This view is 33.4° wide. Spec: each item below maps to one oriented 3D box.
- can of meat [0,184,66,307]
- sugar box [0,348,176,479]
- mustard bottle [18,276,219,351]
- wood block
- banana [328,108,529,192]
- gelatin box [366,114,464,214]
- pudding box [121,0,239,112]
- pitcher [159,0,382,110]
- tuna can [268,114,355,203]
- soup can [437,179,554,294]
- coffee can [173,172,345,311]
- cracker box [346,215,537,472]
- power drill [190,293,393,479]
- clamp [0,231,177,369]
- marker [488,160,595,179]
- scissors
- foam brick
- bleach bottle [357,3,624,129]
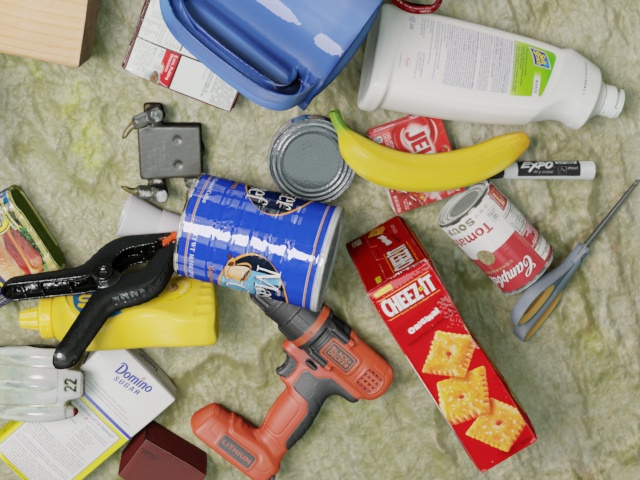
[{"bbox_3d":[-0.308,0.008,1.037,0.084,0.057,0.102,-29,107,1],"label":"can of meat"},{"bbox_3d":[-0.242,0.181,1.097,0.176,0.048,0.093,-40,103,4],"label":"sugar box"},{"bbox_3d":[-0.196,0.072,1.042,0.191,0.096,0.058,-3,116,-3],"label":"mustard bottle"},{"bbox_3d":[-0.306,-0.222,0.953,0.206,0.091,0.090,10,105,-7],"label":"wood block"},{"bbox_3d":[0.102,-0.079,1.019,0.197,0.037,0.070,6,106,-9],"label":"banana"},{"bbox_3d":[0.094,-0.079,1.055,0.073,0.030,0.089,-20,107,1],"label":"gelatin box"},{"bbox_3d":[-0.118,-0.182,0.997,0.113,0.039,0.090,20,113,-14],"label":"pudding box"},{"bbox_3d":[-0.073,-0.224,0.905,0.243,0.149,0.145,34,100,-5],"label":"pitcher"},{"bbox_3d":[-0.009,-0.080,1.045,0.086,0.034,0.086,-1,106,-4],"label":"tuna can"},{"bbox_3d":[0.174,-0.005,1.062,0.068,0.068,0.102,-43,105,8],"label":"soup can"},{"bbox_3d":[-0.057,0.001,1.014,0.140,0.102,0.103,14,105,6],"label":"coffee can"},{"bbox_3d":[0.115,0.095,1.037,0.072,0.164,0.213,-31,106,3],"label":"cracker box"},{"bbox_3d":[-0.046,0.143,1.095,0.184,0.057,0.188,41,100,-11],"label":"power drill"},{"bbox_3d":[-0.200,0.049,0.992,0.171,0.120,0.039,-25,146,-14],"label":"clamp"},{"bbox_3d":[0.215,-0.070,1.072,0.121,0.020,0.020,0,106,-4],"label":"marker"},{"bbox_3d":[0.251,0.018,1.074,0.016,0.096,0.202,38,105,26],"label":"scissors"},{"bbox_3d":[-0.164,0.234,1.115,0.078,0.051,0.053,35,100,-13],"label":"foam brick"},{"bbox_3d":[0.167,-0.149,1.014,0.250,0.068,0.102,12,77,-9],"label":"bleach bottle"}]
